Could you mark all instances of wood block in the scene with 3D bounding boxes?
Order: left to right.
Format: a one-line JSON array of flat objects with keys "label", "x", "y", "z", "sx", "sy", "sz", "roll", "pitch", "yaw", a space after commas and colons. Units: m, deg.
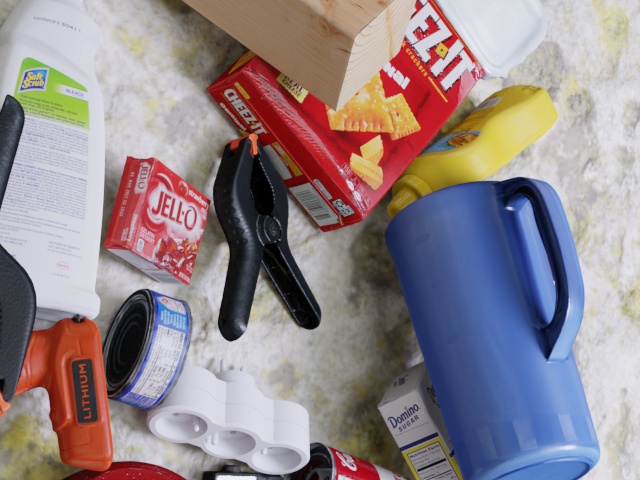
[{"label": "wood block", "x": -0.036, "y": -0.208, "z": 0.824, "sx": 0.206, "sy": 0.091, "sz": 0.090, "roll": 37, "pitch": 60, "yaw": 12}]

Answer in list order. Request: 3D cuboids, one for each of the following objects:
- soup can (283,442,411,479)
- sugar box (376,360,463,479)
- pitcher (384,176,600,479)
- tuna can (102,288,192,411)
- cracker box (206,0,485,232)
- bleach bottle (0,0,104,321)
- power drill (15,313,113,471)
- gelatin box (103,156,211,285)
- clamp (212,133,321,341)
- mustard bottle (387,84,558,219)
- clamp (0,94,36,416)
[{"label": "soup can", "x": 0.028, "y": 0.214, "z": 0.880, "sx": 0.102, "sy": 0.069, "sz": 0.068, "roll": 27, "pitch": 69, "yaw": -29}, {"label": "sugar box", "x": 0.114, "y": 0.196, "z": 0.920, "sx": 0.176, "sy": 0.048, "sz": 0.093, "roll": 59, "pitch": 19, "yaw": -1}, {"label": "pitcher", "x": 0.147, "y": 0.076, "z": 0.870, "sx": 0.145, "sy": 0.149, "sz": 0.243, "roll": -16, "pitch": 61, "yaw": 5}, {"label": "tuna can", "x": -0.129, "y": 0.079, "z": 0.782, "sx": 0.033, "sy": 0.086, "sz": 0.086, "roll": 23, "pitch": 71, "yaw": -28}, {"label": "cracker box", "x": 0.030, "y": -0.139, "z": 0.928, "sx": 0.164, "sy": 0.072, "sz": 0.213, "roll": 51, "pitch": 59, "yaw": -17}, {"label": "bleach bottle", "x": -0.196, "y": -0.072, "z": 0.773, "sx": 0.102, "sy": 0.068, "sz": 0.251, "roll": 14, "pitch": 73, "yaw": -31}, {"label": "power drill", "x": -0.234, "y": 0.124, "z": 0.696, "sx": 0.187, "sy": 0.057, "sz": 0.184, "roll": -3, "pitch": 79, "yaw": -23}, {"label": "gelatin box", "x": -0.122, "y": -0.014, "z": 0.809, "sx": 0.089, "sy": 0.030, "sz": 0.073, "roll": 43, "pitch": 56, "yaw": -60}, {"label": "clamp", "x": -0.056, "y": 0.001, "z": 0.859, "sx": 0.120, "sy": 0.039, "sz": 0.171, "roll": -17, "pitch": 90, "yaw": -62}, {"label": "mustard bottle", "x": 0.127, "y": -0.073, "z": 0.970, "sx": 0.191, "sy": 0.096, "sz": 0.058, "roll": -37, "pitch": 105, "yaw": -32}, {"label": "clamp", "x": -0.232, "y": 0.009, "z": 0.682, "sx": 0.164, "sy": 0.036, "sz": 0.210, "roll": -27, "pitch": 85, "yaw": -26}]
